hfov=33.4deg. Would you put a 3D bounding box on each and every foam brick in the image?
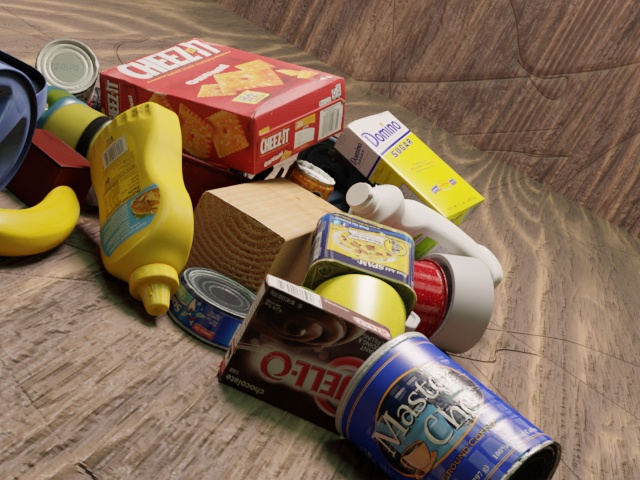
[{"bbox_3d":[-0.257,-0.065,0.991,0.078,0.051,0.052,36,16,27],"label":"foam brick"}]

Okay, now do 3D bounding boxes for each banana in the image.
[{"bbox_3d":[-0.243,-0.019,0.864,0.069,0.037,0.197,57,18,10],"label":"banana"}]

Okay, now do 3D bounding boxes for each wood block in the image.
[{"bbox_3d":[-0.057,0.001,1.057,0.090,0.091,0.205,31,15,11],"label":"wood block"}]

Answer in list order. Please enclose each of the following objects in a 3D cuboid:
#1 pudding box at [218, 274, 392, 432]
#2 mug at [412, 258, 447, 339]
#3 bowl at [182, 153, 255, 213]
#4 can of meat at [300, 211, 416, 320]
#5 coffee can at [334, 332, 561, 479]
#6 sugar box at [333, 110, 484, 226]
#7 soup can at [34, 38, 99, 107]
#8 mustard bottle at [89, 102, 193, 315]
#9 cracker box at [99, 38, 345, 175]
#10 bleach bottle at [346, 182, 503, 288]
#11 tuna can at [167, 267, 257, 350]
[{"bbox_3d":[-0.011,0.089,0.845,0.113,0.090,0.039,26,14,-8],"label":"pudding box"},{"bbox_3d":[0.066,0.058,1.122,0.081,0.093,0.117,14,-11,-30],"label":"mug"},{"bbox_3d":[-0.147,-0.061,1.126,0.162,0.055,0.162,20,0,0],"label":"bowl"},{"bbox_3d":[0.037,0.025,0.983,0.102,0.057,0.084,18,37,-7],"label":"can of meat"},{"bbox_3d":[0.095,0.150,0.809,0.140,0.103,0.102,38,18,31],"label":"coffee can"},{"bbox_3d":[0.110,-0.085,1.322,0.176,0.048,0.093,46,40,17],"label":"sugar box"},{"bbox_3d":[-0.281,-0.169,1.169,0.068,0.068,0.102,26,-23,-9],"label":"soup can"},{"bbox_3d":[-0.152,-0.021,0.918,0.058,0.096,0.191,25,40,-44],"label":"mustard bottle"},{"bbox_3d":[-0.104,-0.151,1.145,0.214,0.072,0.163,20,33,30],"label":"cracker box"},{"bbox_3d":[0.111,0.001,1.210,0.250,0.103,0.068,40,15,-47],"label":"bleach bottle"},{"bbox_3d":[-0.087,0.059,0.919,0.086,0.034,0.086,26,15,-8],"label":"tuna can"}]
